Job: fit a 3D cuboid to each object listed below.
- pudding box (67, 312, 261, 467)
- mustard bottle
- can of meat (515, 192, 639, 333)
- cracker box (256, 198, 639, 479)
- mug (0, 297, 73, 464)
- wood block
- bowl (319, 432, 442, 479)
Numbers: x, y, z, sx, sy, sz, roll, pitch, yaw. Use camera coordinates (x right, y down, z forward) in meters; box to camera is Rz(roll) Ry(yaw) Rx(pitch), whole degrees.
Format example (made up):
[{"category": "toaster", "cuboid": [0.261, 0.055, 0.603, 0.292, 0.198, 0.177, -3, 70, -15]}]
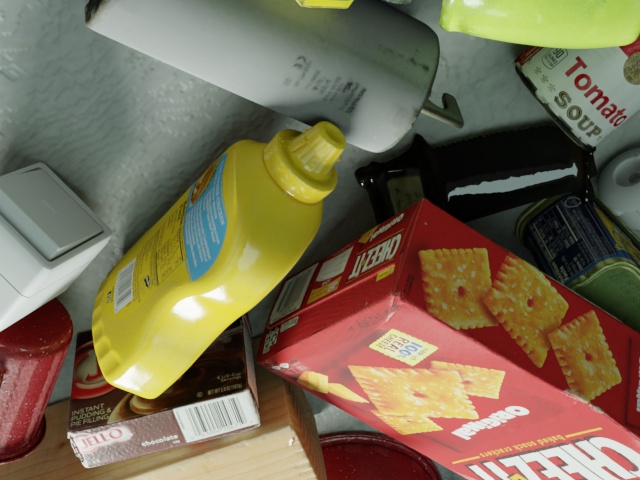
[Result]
[{"category": "pudding box", "cuboid": [-0.096, 0.086, 0.660, 0.113, 0.090, 0.039, -12, 127, 0]}, {"category": "mustard bottle", "cuboid": [-0.053, 0.001, 0.587, 0.058, 0.096, 0.192, 28, 127, -27]}, {"category": "can of meat", "cuboid": [0.178, 0.025, 0.665, 0.057, 0.084, 0.102, -40, 121, 18]}, {"category": "cracker box", "cuboid": [0.091, 0.078, 0.636, 0.213, 0.072, 0.164, 32, 149, -18]}, {"category": "mug", "cuboid": [-0.197, 0.078, 0.628, 0.093, 0.117, 0.082, 19, 114, -16]}, {"category": "wood block", "cuboid": [-0.107, 0.149, 0.704, 0.206, 0.090, 0.091, -18, 126, 4]}, {"category": "bowl", "cuboid": [0.019, 0.219, 0.792, 0.162, 0.055, 0.162, -4, 124, -6]}]
